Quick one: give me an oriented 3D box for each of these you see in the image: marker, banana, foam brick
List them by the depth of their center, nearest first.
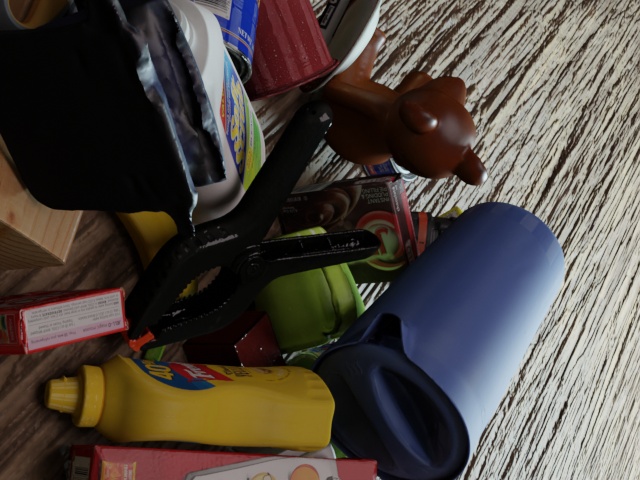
[{"bbox_3d":[-0.131,-0.008,0.767,0.069,0.037,0.198,-48,126,-48],"label":"banana"},{"bbox_3d":[-0.063,0.102,0.846,0.051,0.053,0.078,-44,123,-50],"label":"foam brick"},{"bbox_3d":[0.021,-0.218,0.945,0.020,0.020,0.121,46,63,-45],"label":"marker"}]

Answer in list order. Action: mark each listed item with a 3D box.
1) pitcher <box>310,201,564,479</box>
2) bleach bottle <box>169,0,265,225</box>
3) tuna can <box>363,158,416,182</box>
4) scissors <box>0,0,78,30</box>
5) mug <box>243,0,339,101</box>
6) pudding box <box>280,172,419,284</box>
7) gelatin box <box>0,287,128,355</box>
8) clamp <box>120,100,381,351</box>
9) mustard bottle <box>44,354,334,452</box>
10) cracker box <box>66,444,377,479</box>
[{"bbox_3d":[0.105,0.080,0.858,0.145,0.149,0.242,47,46,-2],"label":"pitcher"},{"bbox_3d":[-0.084,-0.083,0.720,0.251,0.068,0.102,76,17,-74],"label":"bleach bottle"},{"bbox_3d":[0.074,-0.100,1.096,0.086,0.034,0.086,9,79,-56],"label":"tuna can"},{"bbox_3d":[-0.126,-0.171,0.643,0.201,0.016,0.096,-59,134,-40],"label":"scissors"},{"bbox_3d":[-0.042,-0.172,0.888,0.117,0.093,0.081,-93,162,-72],"label":"mug"},{"bbox_3d":[0.026,-0.008,0.939,0.039,0.114,0.090,-36,116,-56],"label":"pudding box"},{"bbox_3d":[-0.175,0.049,0.659,0.089,0.073,0.030,-12,97,-57],"label":"gelatin box"},{"bbox_3d":[-0.055,0.001,0.755,0.209,0.036,0.164,-31,139,-14],"label":"clamp"},{"bbox_3d":[-0.094,0.112,0.740,0.191,0.096,0.058,7,95,-24],"label":"mustard bottle"},{"bbox_3d":[-0.071,0.226,0.728,0.213,0.072,0.164,9,78,-28],"label":"cracker box"}]
